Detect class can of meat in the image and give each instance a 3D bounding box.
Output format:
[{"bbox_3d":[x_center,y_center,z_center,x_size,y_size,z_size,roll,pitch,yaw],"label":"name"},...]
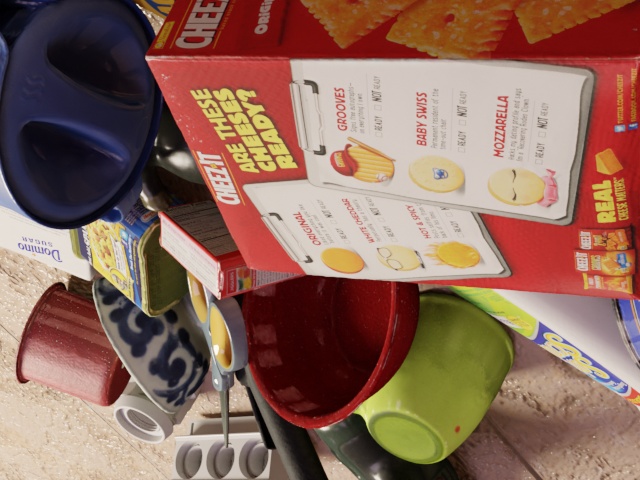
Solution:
[{"bbox_3d":[-0.134,-0.006,0.769,0.084,0.057,0.102,38,146,25],"label":"can of meat"}]

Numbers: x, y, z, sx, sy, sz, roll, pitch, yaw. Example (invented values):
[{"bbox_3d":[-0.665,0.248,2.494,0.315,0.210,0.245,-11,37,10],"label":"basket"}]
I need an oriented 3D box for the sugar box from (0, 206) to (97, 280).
[{"bbox_3d":[-0.210,-0.052,0.798,0.093,0.048,0.176,20,144,12],"label":"sugar box"}]

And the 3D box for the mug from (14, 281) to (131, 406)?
[{"bbox_3d":[-0.202,0.094,0.925,0.081,0.093,0.117,19,171,6],"label":"mug"}]

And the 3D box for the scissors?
[{"bbox_3d":[-0.079,0.081,0.794,0.202,0.016,0.096,108,140,-61],"label":"scissors"}]

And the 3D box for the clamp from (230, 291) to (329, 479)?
[{"bbox_3d":[-0.049,0.096,0.819,0.165,0.036,0.210,-178,67,-77],"label":"clamp"}]

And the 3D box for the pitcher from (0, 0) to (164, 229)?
[{"bbox_3d":[-0.220,-0.092,0.638,0.243,0.144,0.149,17,108,27],"label":"pitcher"}]

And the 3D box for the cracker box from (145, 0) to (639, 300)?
[{"bbox_3d":[0.049,-0.051,0.509,0.214,0.072,0.164,4,144,20],"label":"cracker box"}]

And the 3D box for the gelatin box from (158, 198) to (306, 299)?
[{"bbox_3d":[-0.055,0.001,0.695,0.089,0.073,0.030,35,131,49],"label":"gelatin box"}]

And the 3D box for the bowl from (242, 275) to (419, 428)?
[{"bbox_3d":[0.015,0.043,0.708,0.055,0.162,0.162,7,157,-38],"label":"bowl"}]
